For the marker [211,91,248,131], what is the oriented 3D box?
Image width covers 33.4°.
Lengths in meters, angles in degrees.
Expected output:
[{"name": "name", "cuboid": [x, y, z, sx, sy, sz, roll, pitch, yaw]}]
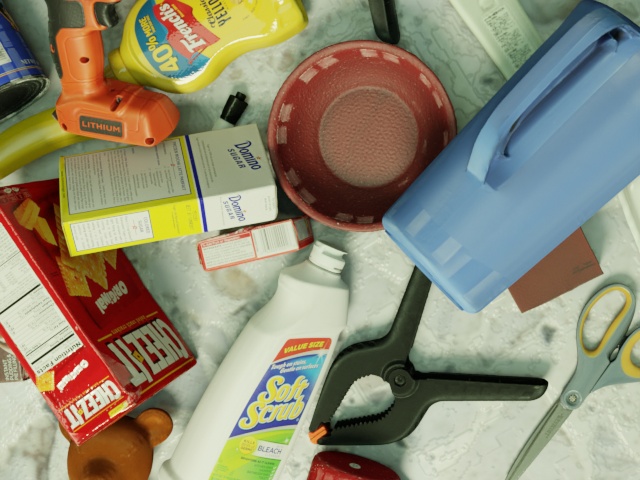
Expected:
[{"name": "marker", "cuboid": [-0.099, -0.079, 0.963, 0.020, 0.020, 0.121, 30, 99, 6]}]

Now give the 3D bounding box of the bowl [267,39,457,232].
[{"name": "bowl", "cuboid": [0.038, -0.089, 0.919, 0.162, 0.055, 0.162, 1, 95, 10]}]

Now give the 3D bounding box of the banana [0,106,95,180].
[{"name": "banana", "cuboid": [-0.234, -0.093, 0.964, 0.198, 0.037, 0.069, -12, 50, 9]}]

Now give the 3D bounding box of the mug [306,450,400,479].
[{"name": "mug", "cuboid": [0.033, 0.238, 0.939, 0.117, 0.093, 0.081, 14, 93, -22]}]

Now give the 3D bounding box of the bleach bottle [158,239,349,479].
[{"name": "bleach bottle", "cuboid": [-0.047, 0.116, 0.934, 0.102, 0.068, 0.251, 19, 99, -36]}]

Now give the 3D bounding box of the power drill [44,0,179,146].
[{"name": "power drill", "cuboid": [-0.167, -0.169, 0.858, 0.185, 0.057, 0.188, 13, 132, 22]}]

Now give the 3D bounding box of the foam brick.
[{"name": "foam brick", "cuboid": [0.192, 0.020, 0.904, 0.078, 0.051, 0.053, -27, 91, 11]}]

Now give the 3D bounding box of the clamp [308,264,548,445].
[{"name": "clamp", "cuboid": [0.082, 0.123, 0.939, 0.210, 0.036, 0.164, -43, 86, 12]}]

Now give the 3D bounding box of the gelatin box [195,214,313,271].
[{"name": "gelatin box", "cuboid": [-0.056, 0.001, 0.935, 0.089, 0.073, 0.030, -13, 92, 11]}]

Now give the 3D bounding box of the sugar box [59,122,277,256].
[{"name": "sugar box", "cuboid": [-0.130, -0.044, 0.904, 0.176, 0.093, 0.048, -8, 133, -9]}]

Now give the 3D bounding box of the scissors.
[{"name": "scissors", "cuboid": [0.240, 0.136, 0.924, 0.096, 0.016, 0.202, 20, 98, 7]}]

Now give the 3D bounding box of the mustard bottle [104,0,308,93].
[{"name": "mustard bottle", "cuboid": [-0.113, -0.184, 0.936, 0.192, 0.058, 0.096, -28, 88, 11]}]

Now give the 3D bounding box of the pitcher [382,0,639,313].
[{"name": "pitcher", "cuboid": [0.164, -0.064, 0.827, 0.243, 0.145, 0.149, -44, 108, 2]}]

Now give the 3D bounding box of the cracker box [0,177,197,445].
[{"name": "cracker box", "cuboid": [-0.211, 0.050, 0.920, 0.072, 0.164, 0.214, -36, 88, 13]}]

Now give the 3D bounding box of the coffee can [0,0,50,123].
[{"name": "coffee can", "cuboid": [-0.321, -0.178, 0.950, 0.103, 0.102, 0.140, -31, 90, 11]}]
